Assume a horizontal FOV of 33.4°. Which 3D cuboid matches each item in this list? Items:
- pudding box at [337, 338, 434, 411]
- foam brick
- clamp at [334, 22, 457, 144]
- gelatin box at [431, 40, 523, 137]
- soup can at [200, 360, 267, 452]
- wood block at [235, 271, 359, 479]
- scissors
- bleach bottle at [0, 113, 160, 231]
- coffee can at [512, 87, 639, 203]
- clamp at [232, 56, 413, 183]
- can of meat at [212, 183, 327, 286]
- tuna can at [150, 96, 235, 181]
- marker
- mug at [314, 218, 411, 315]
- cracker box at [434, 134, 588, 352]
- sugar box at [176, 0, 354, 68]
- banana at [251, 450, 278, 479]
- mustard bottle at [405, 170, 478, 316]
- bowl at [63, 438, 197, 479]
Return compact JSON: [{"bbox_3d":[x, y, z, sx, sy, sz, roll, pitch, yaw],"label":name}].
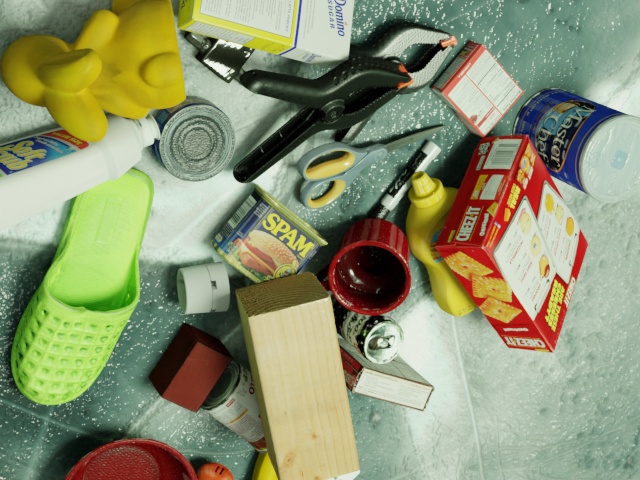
[{"bbox_3d":[0.068,0.161,1.282,0.113,0.090,0.039,17,102,-30],"label":"pudding box"},{"bbox_3d":[-0.146,0.143,1.197,0.051,0.053,0.078,31,95,-32],"label":"foam brick"},{"bbox_3d":[0.064,-0.195,1.167,0.171,0.039,0.120,-35,126,-5],"label":"clamp"},{"bbox_3d":[0.182,-0.174,1.235,0.073,0.030,0.089,-50,122,-1],"label":"gelatin box"},{"bbox_3d":[-0.086,0.192,1.236,0.068,0.069,0.102,-47,121,-1],"label":"soup can"},{"bbox_3d":[-0.025,0.151,1.156,0.090,0.091,0.206,-13,108,-10],"label":"wood block"},{"bbox_3d":[0.053,-0.084,1.216,0.201,0.016,0.096,-11,137,-36],"label":"scissors"},{"bbox_3d":[-0.277,-0.068,1.035,0.250,0.103,0.068,-26,128,-21],"label":"bleach bottle"},{"bbox_3d":[0.307,-0.114,1.252,0.102,0.140,0.103,-9,114,-22],"label":"coffee can"},{"bbox_3d":[0.001,-0.146,1.095,0.209,0.036,0.164,-25,154,-14],"label":"clamp"},{"bbox_3d":[-0.058,0.001,1.179,0.102,0.057,0.084,38,94,-31],"label":"can of meat"},{"bbox_3d":[-0.132,-0.105,1.113,0.086,0.034,0.086,-9,114,-22],"label":"tuna can"},{"bbox_3d":[0.096,-0.064,1.245,0.020,0.020,0.121,38,92,-32],"label":"marker"},{"bbox_3d":[0.048,0.030,1.216,0.117,0.081,0.093,-20,111,17],"label":"mug"},{"bbox_3d":[0.229,0.006,1.255,0.213,0.072,0.164,51,53,-40],"label":"cracker box"},{"bbox_3d":[-0.052,-0.239,1.075,0.175,0.048,0.093,11,81,-30],"label":"sugar box"},{"bbox_3d":[-0.039,0.248,1.280,0.037,0.070,0.198,20,114,-33],"label":"banana"},{"bbox_3d":[0.151,-0.005,1.264,0.096,0.058,0.191,-42,126,-16],"label":"mustard bottle"},{"bbox_3d":[-0.222,0.285,1.213,0.162,0.055,0.162,-6,110,-18],"label":"bowl"}]
